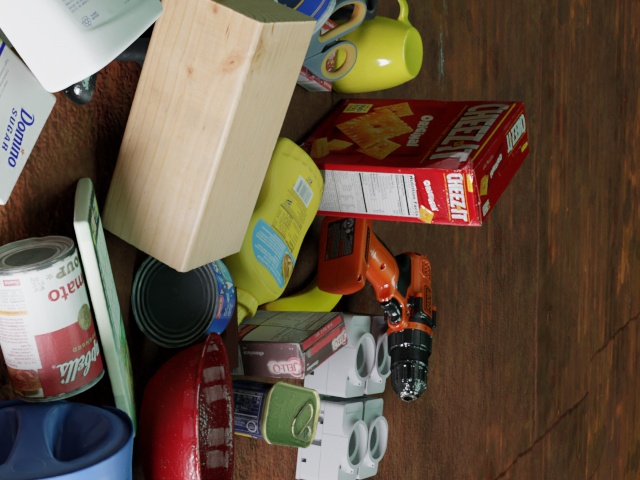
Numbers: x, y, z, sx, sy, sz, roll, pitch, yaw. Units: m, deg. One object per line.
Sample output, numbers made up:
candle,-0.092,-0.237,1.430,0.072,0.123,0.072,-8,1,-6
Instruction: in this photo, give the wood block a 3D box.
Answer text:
wood block,-0.091,-0.091,0.842,0.090,0.090,0.206,-22,136,-60

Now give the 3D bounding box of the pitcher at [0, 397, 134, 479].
pitcher,-0.196,0.243,0.737,0.149,0.145,0.243,-9,107,-29

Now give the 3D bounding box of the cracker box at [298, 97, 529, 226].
cracker box,0.092,-0.090,1.127,0.164,0.214,0.072,-50,135,-47

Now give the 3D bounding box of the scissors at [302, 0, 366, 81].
scissors,-0.027,-0.168,1.049,0.201,0.016,0.096,-40,144,-21

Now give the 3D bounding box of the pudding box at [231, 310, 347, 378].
pudding box,-0.043,0.097,1.010,0.089,0.114,0.039,-28,115,-57

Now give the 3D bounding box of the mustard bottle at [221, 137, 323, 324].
mustard bottle,-0.057,0.001,1.028,0.096,0.058,0.191,55,47,-48

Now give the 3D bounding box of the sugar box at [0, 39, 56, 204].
sugar box,-0.247,-0.107,0.676,0.176,0.048,0.093,58,45,-53

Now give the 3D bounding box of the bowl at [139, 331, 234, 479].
bowl,-0.108,0.155,0.860,0.162,0.055,0.162,-2,90,-85

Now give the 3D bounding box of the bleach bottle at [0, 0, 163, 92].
bleach bottle,-0.206,-0.222,0.669,0.250,0.068,0.102,57,38,-22

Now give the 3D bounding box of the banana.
banana,-0.009,0.051,1.155,0.069,0.037,0.197,58,38,-16

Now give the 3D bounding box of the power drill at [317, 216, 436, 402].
power drill,0.066,0.063,1.170,0.187,0.057,0.184,45,37,-44

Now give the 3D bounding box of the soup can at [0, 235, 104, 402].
soup can,-0.198,0.055,0.765,0.068,0.069,0.102,-38,126,-54

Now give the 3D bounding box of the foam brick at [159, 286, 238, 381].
foam brick,-0.109,0.081,0.952,0.052,0.051,0.078,-18,110,-59

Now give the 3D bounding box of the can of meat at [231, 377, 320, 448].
can of meat,-0.061,0.161,1.018,0.102,0.084,0.057,27,70,-60

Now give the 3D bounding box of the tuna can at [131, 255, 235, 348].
tuna can,-0.115,0.048,0.899,0.033,0.086,0.086,9,86,-63
